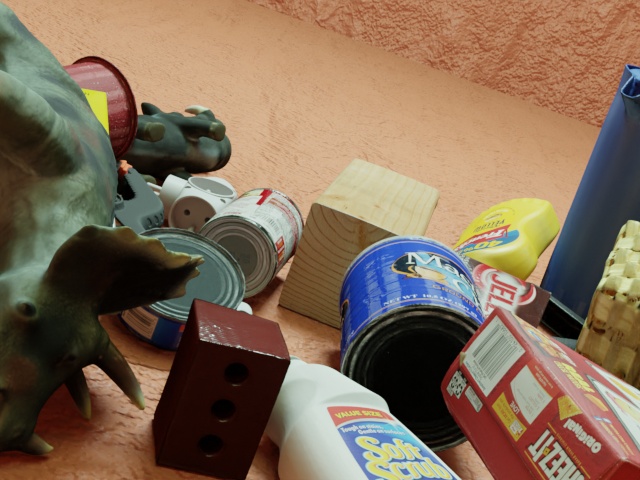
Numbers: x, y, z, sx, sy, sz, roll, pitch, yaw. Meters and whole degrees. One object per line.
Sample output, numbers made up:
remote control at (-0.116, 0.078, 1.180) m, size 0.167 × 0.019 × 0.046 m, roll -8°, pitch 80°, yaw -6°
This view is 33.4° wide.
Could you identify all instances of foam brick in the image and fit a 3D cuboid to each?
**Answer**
foam brick at (-0.055, 0.081, 0.583) m, size 0.053 × 0.078 × 0.051 m, roll 16°, pitch 16°, yaw -15°

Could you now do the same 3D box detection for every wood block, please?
wood block at (0.040, 0.001, 0.919) m, size 0.090 × 0.091 × 0.206 m, roll 22°, pitch 17°, yaw 5°

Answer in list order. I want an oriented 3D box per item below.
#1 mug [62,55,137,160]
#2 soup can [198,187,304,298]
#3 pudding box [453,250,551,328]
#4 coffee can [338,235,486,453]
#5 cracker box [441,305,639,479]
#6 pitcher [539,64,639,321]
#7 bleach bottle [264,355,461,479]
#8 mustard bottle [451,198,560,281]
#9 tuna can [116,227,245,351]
mug at (-0.222, -0.097, 0.899) m, size 0.093 × 0.117 × 0.081 m, roll 55°, pitch 35°, yaw 8°
soup can at (-0.056, 0.001, 0.850) m, size 0.068 × 0.068 × 0.102 m, roll 22°, pitch 17°, yaw 5°
pudding box at (0.126, 0.064, 0.854) m, size 0.090 × 0.039 × 0.113 m, roll 23°, pitch 40°, yaw 12°
coffee can at (0.063, 0.066, 0.724) m, size 0.102 × 0.103 × 0.140 m, roll 19°, pitch 17°, yaw -5°
cracker box at (0.185, 0.142, 0.601) m, size 0.213 × 0.072 × 0.164 m, roll 31°, pitch 12°, yaw -23°
pitcher at (0.308, -0.031, 1.002) m, size 0.149 × 0.243 × 0.145 m, roll 23°, pitch 19°, yaw 7°
bleach bottle at (0.022, 0.129, 0.553) m, size 0.102 × 0.068 × 0.251 m, roll 13°, pitch 16°, yaw -30°
mustard bottle at (0.156, 0.020, 0.992) m, size 0.096 × 0.058 × 0.191 m, roll -17°, pitch 13°, yaw 30°
tuna can at (-0.096, 0.033, 0.716) m, size 0.086 × 0.034 × 0.086 m, roll 15°, pitch 40°, yaw -13°
